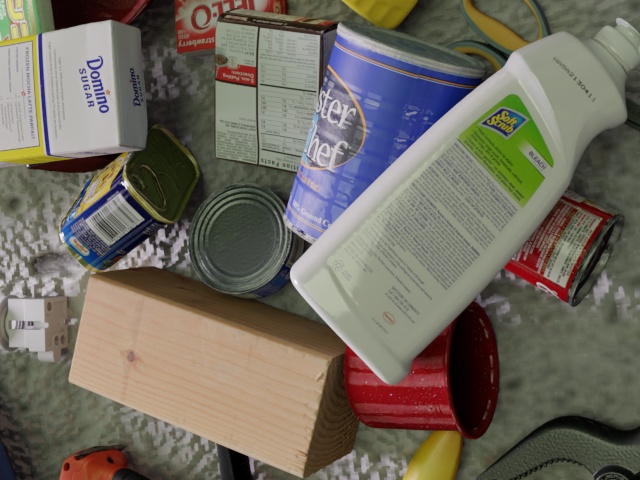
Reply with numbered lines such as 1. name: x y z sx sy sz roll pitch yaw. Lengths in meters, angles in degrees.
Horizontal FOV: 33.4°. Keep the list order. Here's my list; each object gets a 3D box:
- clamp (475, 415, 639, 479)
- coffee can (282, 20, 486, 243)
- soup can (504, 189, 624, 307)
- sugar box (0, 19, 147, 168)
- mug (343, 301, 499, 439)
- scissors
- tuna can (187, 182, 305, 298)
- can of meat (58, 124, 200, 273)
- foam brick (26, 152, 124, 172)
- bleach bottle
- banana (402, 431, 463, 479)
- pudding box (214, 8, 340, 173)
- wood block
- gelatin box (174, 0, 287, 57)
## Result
1. clamp: 0.204 0.171 0.700 0.210 0.036 0.164 -15 85 27
2. coffee can: 0.042 -0.066 0.726 0.103 0.102 0.140 24 109 23
3. soup can: 0.139 -0.010 0.709 0.102 0.068 0.068 30 103 22
4. sugar box: -0.216 -0.105 0.803 0.176 0.048 0.093 -4 89 21
5. mug: 0.071 0.078 0.740 0.082 0.093 0.117 -4 62 30
6. scissors: 0.157 -0.096 0.727 0.096 0.016 0.202 -46 72 21
7. tuna can: -0.055 0.001 0.811 0.086 0.033 0.086 -5 77 20
8. can of meat: -0.149 -0.032 0.829 0.084 0.102 0.057 -34 111 25
9. foam brick: -0.198 -0.086 0.862 0.051 0.078 0.053 -12 87 23
10. bleach bottle: 0.102 -0.032 0.653 0.251 0.068 0.102 -43 93 7
11. banana: 0.082 0.229 0.762 0.070 0.037 0.198 -10 87 16
12. pudding box: -0.032 -0.109 0.787 0.090 0.039 0.113 12 117 21
13. wood block: -0.074 0.092 0.802 0.206 0.090 0.091 17 100 24
14. gelatin box: -0.069 -0.184 0.824 0.089 0.030 0.073 -2 91 26
